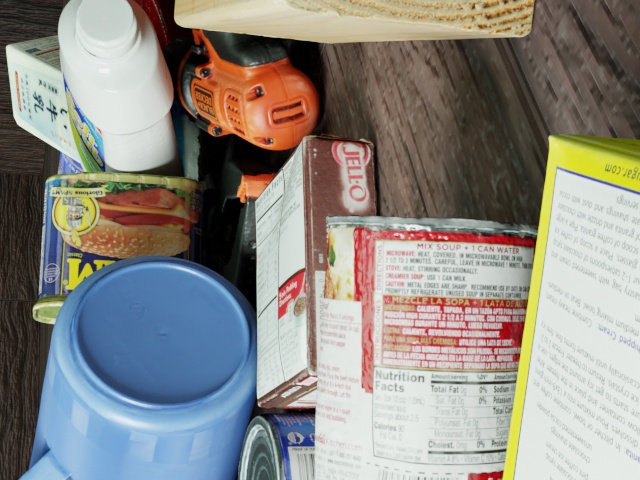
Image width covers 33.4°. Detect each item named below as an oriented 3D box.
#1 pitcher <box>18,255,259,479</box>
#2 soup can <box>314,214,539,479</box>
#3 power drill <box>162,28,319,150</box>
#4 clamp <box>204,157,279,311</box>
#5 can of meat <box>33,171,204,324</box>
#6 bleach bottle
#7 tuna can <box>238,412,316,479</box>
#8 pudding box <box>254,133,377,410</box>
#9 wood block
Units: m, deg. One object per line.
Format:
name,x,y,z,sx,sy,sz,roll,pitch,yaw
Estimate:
pitcher,-0.113,0.126,0.614,0.243,0.145,0.149,110,169,-48
soup can,0.033,0.045,0.336,0.069,0.068,0.102,177,95,-72
power drill,-0.065,-0.153,0.604,0.185,0.057,0.187,32,138,58
clamp,-0.054,0.001,0.673,0.210,0.036,0.164,116,152,-58
can of meat,-0.120,0.006,0.649,0.057,0.102,0.084,132,140,-70
bleach bottle,-0.125,-0.090,0.651,0.102,0.068,0.251,64,168,9
tuna can,-0.016,0.129,0.530,0.086,0.033,0.086,-177,90,-72
pudding box,-0.003,0.018,0.507,0.090,0.039,0.113,135,137,-65
wood block,0.003,-0.130,0.431,0.206,0.090,0.091,-150,64,-70
